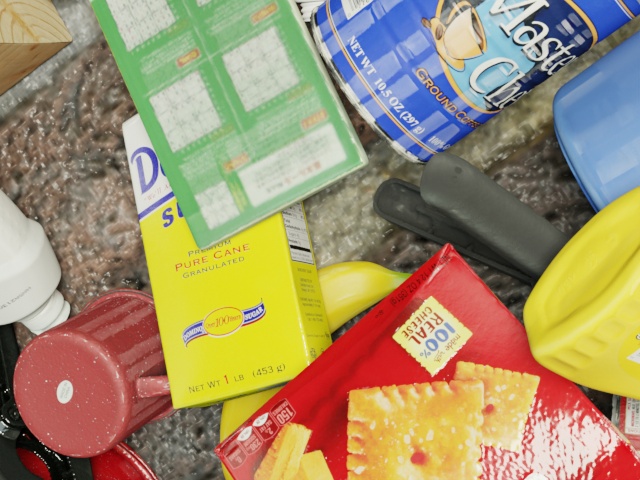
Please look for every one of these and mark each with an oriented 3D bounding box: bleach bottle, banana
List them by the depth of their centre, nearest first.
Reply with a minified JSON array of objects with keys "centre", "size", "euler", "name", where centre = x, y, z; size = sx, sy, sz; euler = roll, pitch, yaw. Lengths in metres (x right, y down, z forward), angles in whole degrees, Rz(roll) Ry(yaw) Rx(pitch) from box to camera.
[{"centre":[-0.248,-0.019,0.632],"size":[0.103,0.068,0.250],"euler":[-25,131,18],"name":"bleach bottle"},{"centre":[-0.017,0.079,0.649],"size":[0.069,0.037,0.198],"euler":[40,111,8],"name":"banana"}]

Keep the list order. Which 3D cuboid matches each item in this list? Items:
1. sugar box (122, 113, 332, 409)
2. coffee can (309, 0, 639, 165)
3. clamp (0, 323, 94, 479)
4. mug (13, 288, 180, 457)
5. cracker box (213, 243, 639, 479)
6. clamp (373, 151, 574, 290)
[{"centre":[-0.054,0.001,0.616],"size":[0.093,0.048,0.176],"euler":[-18,80,22],"name":"sugar box"},{"centre":[0.080,-0.119,0.537],"size":[0.140,0.102,0.103],"euler":[-35,88,22],"name":"coffee can"},{"centre":[-0.208,0.116,0.666],"size":[0.171,0.120,0.039],"euler":[50,130,17],"name":"clamp"},{"centre":[-0.125,0.084,0.664],"size":[0.117,0.081,0.093],"euler":[0,101,20],"name":"mug"},{"centre":[0.072,0.135,0.520],"size":[0.164,0.072,0.214],"euler":[-41,66,4],"name":"cracker box"},{"centre":[0.123,0.014,0.537],"size":[0.210,0.164,0.036],"euler":[27,88,3],"name":"clamp"}]
